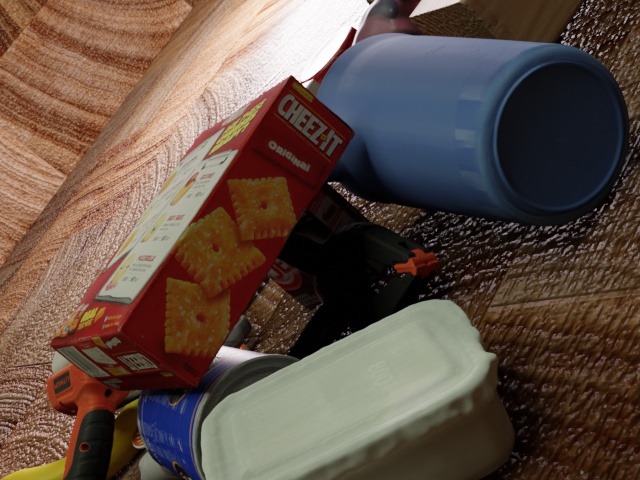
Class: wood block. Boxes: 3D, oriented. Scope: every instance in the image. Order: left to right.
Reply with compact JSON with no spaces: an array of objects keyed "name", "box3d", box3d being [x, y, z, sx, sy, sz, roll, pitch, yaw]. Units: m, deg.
[{"name":"wood block","box3d":[0.180,-0.240,0.892,0.206,0.090,0.091,-54,19,-12]}]

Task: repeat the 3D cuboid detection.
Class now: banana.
[{"name":"banana","box3d":[-0.229,0.210,1.033,0.198,0.037,0.070,-36,40,8]}]

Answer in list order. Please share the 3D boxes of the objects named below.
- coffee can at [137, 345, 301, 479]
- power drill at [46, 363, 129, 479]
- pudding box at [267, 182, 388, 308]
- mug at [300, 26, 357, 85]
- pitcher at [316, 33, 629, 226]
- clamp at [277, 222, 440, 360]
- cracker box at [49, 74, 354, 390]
[{"name":"coffee can","box3d":[-0.059,0.125,0.736,0.102,0.102,0.140,-56,19,-16]},{"name":"power drill","box3d":[-0.221,0.210,0.944,0.185,0.057,0.187,-28,52,48]},{"name":"pudding box","box3d":[-0.007,0.005,0.862,0.114,0.090,0.039,-27,28,49]},{"name":"mug","box3d":[0.032,-0.160,1.095,0.093,0.081,0.117,-41,21,28]},{"name":"pitcher","box3d":[0.105,-0.084,0.732,0.243,0.144,0.149,23,96,67]},{"name":"clamp","box3d":[0.010,0.023,0.781,0.172,0.120,0.039,-28,-3,42]},{"name":"cracker box","box3d":[-0.084,0.002,0.752,0.213,0.072,0.164,-58,19,-24]}]
